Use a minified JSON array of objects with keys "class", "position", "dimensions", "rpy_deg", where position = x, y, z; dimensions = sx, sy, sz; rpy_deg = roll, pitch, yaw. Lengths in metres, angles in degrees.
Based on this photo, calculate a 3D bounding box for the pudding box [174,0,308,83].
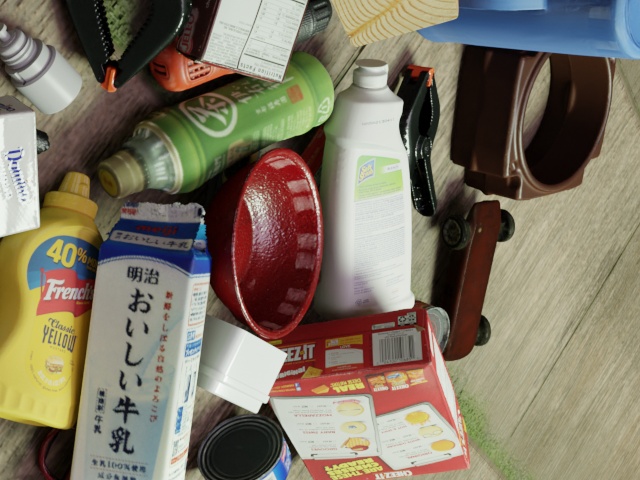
[{"class":"pudding box","position":[-0.054,-0.185,0.824],"dimensions":[0.089,0.039,0.113],"rpy_deg":[8,107,-48]}]

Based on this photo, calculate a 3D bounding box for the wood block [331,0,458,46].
[{"class":"wood block","position":[0.058,-0.264,0.871],"dimensions":[0.206,0.091,0.090],"rpy_deg":[-85,155,-43]}]

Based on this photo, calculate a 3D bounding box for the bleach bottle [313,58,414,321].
[{"class":"bleach bottle","position":[0.046,-0.046,1.003],"dimensions":[0.102,0.068,0.251],"rpy_deg":[-16,121,-35]}]

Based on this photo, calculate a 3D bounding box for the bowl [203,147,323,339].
[{"class":"bowl","position":[-0.056,0.001,0.910],"dimensions":[0.161,0.055,0.162],"rpy_deg":[-14,106,-63]}]

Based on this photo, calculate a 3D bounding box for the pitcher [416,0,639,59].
[{"class":"pitcher","position":[0.198,-0.236,0.997],"dimensions":[0.144,0.243,0.149],"rpy_deg":[44,72,-45]}]

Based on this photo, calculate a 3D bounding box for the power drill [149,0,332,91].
[{"class":"power drill","position":[-0.067,-0.229,0.859],"dimensions":[0.184,0.057,0.188],"rpy_deg":[-30,126,-35]}]

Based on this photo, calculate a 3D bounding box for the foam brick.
[{"class":"foam brick","position":[-0.049,0.042,0.998],"dimensions":[0.078,0.051,0.053],"rpy_deg":[-49,136,-20]}]

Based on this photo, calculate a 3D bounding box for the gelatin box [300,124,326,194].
[{"class":"gelatin box","position":[0.010,-0.058,1.035],"dimensions":[0.073,0.030,0.089],"rpy_deg":[-57,138,-11]}]

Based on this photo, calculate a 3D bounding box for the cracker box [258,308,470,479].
[{"class":"cracker box","position":[0.047,0.158,1.048],"dimensions":[0.213,0.164,0.072],"rpy_deg":[66,19,-49]}]

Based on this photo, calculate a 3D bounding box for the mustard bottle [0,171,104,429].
[{"class":"mustard bottle","position":[-0.205,0.040,0.803],"dimensions":[0.096,0.058,0.191],"rpy_deg":[31,64,-51]}]

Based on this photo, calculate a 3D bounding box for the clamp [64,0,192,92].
[{"class":"clamp","position":[-0.123,-0.209,0.771],"dimensions":[0.036,0.164,0.210],"rpy_deg":[-85,-176,-67]}]

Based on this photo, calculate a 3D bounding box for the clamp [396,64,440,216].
[{"class":"clamp","position":[0.089,-0.090,1.092],"dimensions":[0.120,0.039,0.171],"rpy_deg":[-36,129,-57]}]

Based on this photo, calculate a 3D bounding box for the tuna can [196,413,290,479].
[{"class":"tuna can","position":[-0.072,0.209,1.018],"dimensions":[0.086,0.086,0.034],"rpy_deg":[-43,134,-27]}]

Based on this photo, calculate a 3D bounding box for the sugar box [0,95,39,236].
[{"class":"sugar box","position":[-0.278,-0.037,0.712],"dimensions":[0.175,0.048,0.093],"rpy_deg":[-17,124,-38]}]
